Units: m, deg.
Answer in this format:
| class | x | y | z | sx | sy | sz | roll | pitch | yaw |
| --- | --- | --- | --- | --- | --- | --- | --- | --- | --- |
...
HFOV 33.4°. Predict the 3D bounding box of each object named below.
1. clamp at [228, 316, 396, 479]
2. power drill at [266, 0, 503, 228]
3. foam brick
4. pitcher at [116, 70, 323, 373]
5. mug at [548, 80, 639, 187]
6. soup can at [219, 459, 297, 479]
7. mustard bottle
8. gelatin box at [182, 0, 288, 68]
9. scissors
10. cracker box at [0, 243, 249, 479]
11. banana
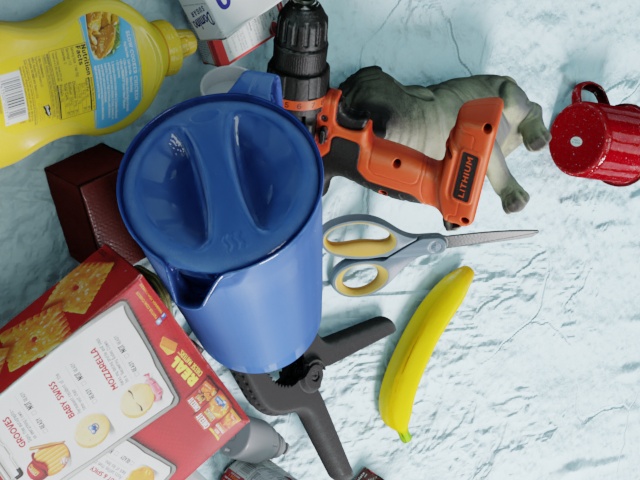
| class | x | y | z | sx | sy | sz | roll | pitch | yaw |
| --- | --- | --- | --- | --- | --- | --- | --- | --- | --- |
| clamp | -0.016 | 0.132 | 0.976 | 0.209 | 0.036 | 0.164 | 20 | 78 | -44 |
| power drill | 0.045 | -0.093 | 0.844 | 0.057 | 0.188 | 0.184 | -64 | 164 | -50 |
| foam brick | -0.158 | -0.022 | 0.781 | 0.052 | 0.051 | 0.078 | -30 | 125 | -32 |
| pitcher | -0.055 | 0.001 | 0.786 | 0.149 | 0.145 | 0.243 | -31 | 157 | -11 |
| mug | 0.300 | -0.118 | 1.155 | 0.081 | 0.093 | 0.117 | 2 | 74 | -39 |
| soup can | -0.040 | 0.243 | 0.965 | 0.068 | 0.102 | 0.068 | -18 | 119 | -37 |
| mustard bottle | -0.167 | -0.116 | 0.729 | 0.191 | 0.058 | 0.096 | -23 | 120 | -35 |
| gelatin box | -0.062 | -0.186 | 0.820 | 0.089 | 0.030 | 0.073 | -37 | 127 | -26 |
| scissors | 0.094 | 0.018 | 0.990 | 0.201 | 0.016 | 0.096 | 7 | 123 | -10 |
| cracker box | -0.178 | 0.133 | 0.743 | 0.213 | 0.072 | 0.164 | -41 | 127 | -13 |
| banana | 0.102 | 0.113 | 1.096 | 0.069 | 0.037 | 0.198 | 16 | 97 | -63 |
